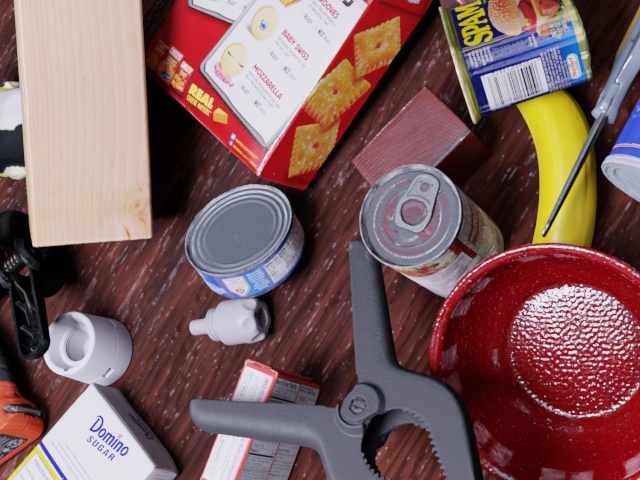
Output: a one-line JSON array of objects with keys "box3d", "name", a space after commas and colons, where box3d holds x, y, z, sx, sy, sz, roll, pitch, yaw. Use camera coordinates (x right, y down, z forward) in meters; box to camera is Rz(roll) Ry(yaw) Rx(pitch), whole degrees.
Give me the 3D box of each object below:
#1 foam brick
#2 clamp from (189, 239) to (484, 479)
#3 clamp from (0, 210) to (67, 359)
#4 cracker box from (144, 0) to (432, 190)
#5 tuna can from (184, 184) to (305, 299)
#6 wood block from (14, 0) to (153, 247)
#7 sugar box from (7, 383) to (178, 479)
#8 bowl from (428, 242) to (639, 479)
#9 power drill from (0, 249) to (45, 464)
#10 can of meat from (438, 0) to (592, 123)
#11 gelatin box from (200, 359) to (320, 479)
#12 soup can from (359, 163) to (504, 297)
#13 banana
[{"box3d": [0.071, -0.058, 0.755, 0.078, 0.053, 0.051, -45, 62, 7], "name": "foam brick"}, {"box3d": [0.032, 0.097, 0.652, 0.210, 0.036, 0.164, 32, 79, 38], "name": "clamp"}, {"box3d": [-0.245, 0.012, 0.834, 0.039, 0.120, 0.171, -31, 22, 7], "name": "clamp"}, {"box3d": [-0.020, -0.172, 0.803, 0.164, 0.072, 0.214, 43, 106, 31], "name": "cracker box"}, {"box3d": [-0.055, 0.001, 0.795, 0.086, 0.033, 0.086, -14, 47, 15], "name": "tuna can"}, {"box3d": [-0.182, -0.107, 0.814, 0.090, 0.090, 0.206, -5, 102, -16], "name": "wood block"}, {"box3d": [-0.197, 0.205, 0.819, 0.176, 0.048, 0.093, -46, 61, 4], "name": "sugar box"}, {"box3d": [0.151, 0.076, 0.658, 0.162, 0.055, 0.162, 6, 103, 25], "name": "bowl"}, {"box3d": [-0.320, 0.111, 0.898, 0.184, 0.057, 0.188, -36, 63, 13], "name": "power drill"}, {"box3d": [0.131, -0.132, 0.721, 0.084, 0.057, 0.102, -17, 32, 11], "name": "can of meat"}, {"box3d": [-0.040, 0.132, 0.744, 0.030, 0.073, 0.089, 17, 84, 29], "name": "gelatin box"}, {"box3d": [0.077, -0.003, 0.708, 0.069, 0.102, 0.068, -7, 73, 24], "name": "soup can"}, {"box3d": [0.155, -0.032, 0.719, 0.070, 0.037, 0.198, -24, 60, 48], "name": "banana"}]
